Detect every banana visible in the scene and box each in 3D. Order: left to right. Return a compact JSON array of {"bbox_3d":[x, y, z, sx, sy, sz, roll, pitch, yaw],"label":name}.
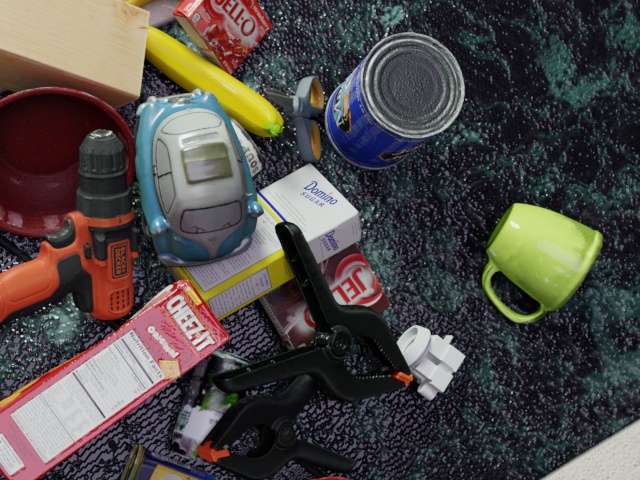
[{"bbox_3d":[-0.106,-0.155,1.054,0.198,0.069,0.037,34,81,15],"label":"banana"}]

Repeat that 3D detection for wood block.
[{"bbox_3d":[-0.270,-0.191,0.968,0.205,0.090,0.091,15,72,-39],"label":"wood block"}]

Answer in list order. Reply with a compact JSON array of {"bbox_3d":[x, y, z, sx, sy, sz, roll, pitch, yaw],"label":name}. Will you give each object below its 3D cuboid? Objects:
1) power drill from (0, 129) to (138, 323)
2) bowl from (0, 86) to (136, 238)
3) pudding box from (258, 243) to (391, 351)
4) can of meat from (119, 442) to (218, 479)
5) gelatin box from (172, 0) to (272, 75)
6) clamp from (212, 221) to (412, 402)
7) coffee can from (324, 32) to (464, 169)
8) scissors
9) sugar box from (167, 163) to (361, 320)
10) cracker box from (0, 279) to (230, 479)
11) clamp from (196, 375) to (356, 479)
[{"bbox_3d":[-0.248,0.004,0.943,0.187,0.057,0.184,-17,119,-36],"label":"power drill"},{"bbox_3d":[-0.255,-0.083,0.993,0.162,0.162,0.055,-11,39,-14],"label":"bowl"},{"bbox_3d":[0.001,0.055,1.065,0.113,0.039,0.090,-31,90,-14],"label":"pudding box"},{"bbox_3d":[-0.150,0.251,0.992,0.084,0.057,0.102,23,78,-11],"label":"can of meat"},{"bbox_3d":[-0.097,-0.220,1.064,0.073,0.030,0.089,-52,138,-16],"label":"gelatin box"},{"bbox_3d":[0.008,0.085,1.006,0.209,0.036,0.164,22,81,-34],"label":"clamp"},{"bbox_3d":[0.070,-0.134,1.058,0.102,0.140,0.103,2,81,-13],"label":"coffee can"},{"bbox_3d":[-0.023,-0.110,1.022,0.016,0.201,0.096,0,105,13],"label":"scissors"},{"bbox_3d":[-0.057,0.002,1.037,0.176,0.048,0.093,-27,49,-17],"label":"sugar box"},{"bbox_3d":[-0.196,0.124,0.944,0.213,0.164,0.072,-36,93,-16],"label":"cracker box"},{"bbox_3d":[-0.034,0.189,1.013,0.171,0.039,0.120,-22,94,-33],"label":"clamp"}]
